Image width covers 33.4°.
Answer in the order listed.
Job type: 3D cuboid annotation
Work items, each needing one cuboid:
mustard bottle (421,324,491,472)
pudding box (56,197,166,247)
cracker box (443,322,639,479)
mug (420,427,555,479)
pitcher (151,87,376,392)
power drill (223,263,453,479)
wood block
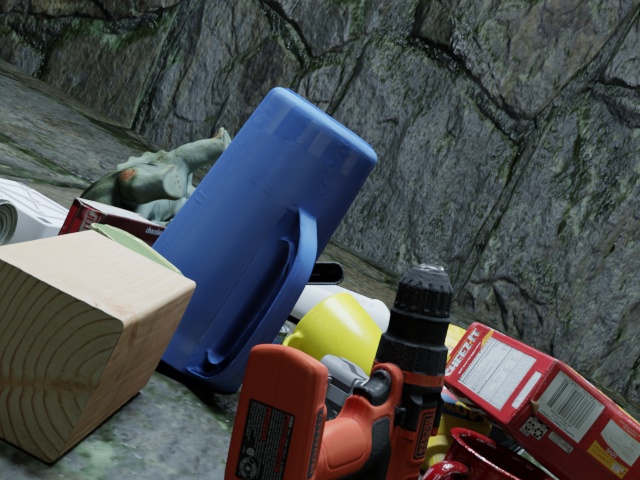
[{"bbox_3d":[0.114,0.156,1.015,0.096,0.058,0.191,17,33,-6],"label":"mustard bottle"},{"bbox_3d":[-0.188,0.016,0.913,0.039,0.090,0.113,29,4,17],"label":"pudding box"},{"bbox_3d":[0.199,0.155,0.888,0.164,0.072,0.214,39,-3,-8],"label":"cracker box"},{"bbox_3d":[0.108,0.189,0.756,0.117,0.081,0.093,24,6,-42],"label":"mug"},{"bbox_3d":[-0.056,0.001,0.892,0.149,0.243,0.145,36,5,13],"label":"pitcher"},{"bbox_3d":[0.023,0.104,0.705,0.057,0.184,0.187,13,4,35],"label":"power drill"},{"bbox_3d":[-0.154,0.056,0.671,0.091,0.090,0.206,28,5,2],"label":"wood block"}]
